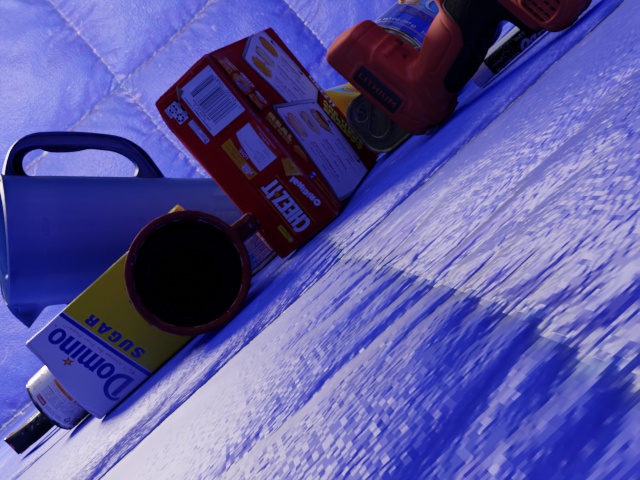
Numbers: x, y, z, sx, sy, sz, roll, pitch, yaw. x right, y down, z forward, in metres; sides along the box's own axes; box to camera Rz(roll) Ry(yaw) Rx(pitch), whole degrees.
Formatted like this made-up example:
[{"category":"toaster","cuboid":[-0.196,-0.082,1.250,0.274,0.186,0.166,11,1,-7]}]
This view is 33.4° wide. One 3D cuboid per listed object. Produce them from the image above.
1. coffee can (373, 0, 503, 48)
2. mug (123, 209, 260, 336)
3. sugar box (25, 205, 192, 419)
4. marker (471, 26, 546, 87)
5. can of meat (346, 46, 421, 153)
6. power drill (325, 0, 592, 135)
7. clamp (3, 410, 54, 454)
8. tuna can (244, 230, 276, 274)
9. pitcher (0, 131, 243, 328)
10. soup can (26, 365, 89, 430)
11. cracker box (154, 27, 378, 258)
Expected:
[{"category":"coffee can","cuboid":[0.110,-0.205,1.091,0.140,0.103,0.103,-46,6,-36]},{"category":"mug","cuboid":[-0.094,0.020,0.822,0.117,0.093,0.081,-44,0,-11]},{"category":"sugar box","cuboid":[-0.154,0.061,0.910,0.176,0.093,0.048,-43,5,2]},{"category":"marker","cuboid":[0.161,-0.162,0.805,0.121,0.020,0.020,-40,5,19]},{"category":"can of meat","cuboid":[0.078,-0.132,0.979,0.102,0.057,0.084,-40,3,16]},{"category":"power drill","cuboid":[0.075,-0.175,0.757,0.057,0.184,0.188,-45,-4,-38]},{"category":"clamp","cuboid":[-0.304,0.188,1.293,0.210,0.036,0.164,-40,6,28]},{"category":"tuna can","cuboid":[-0.057,0.001,1.005,0.086,0.034,0.086,-42,5,4]},{"category":"pitcher","cuboid":[-0.200,-0.015,1.062,0.242,0.145,0.149,-4,-45,-21]},{"category":"soup can","cuboid":[-0.232,0.131,1.061,0.102,0.068,0.068,-42,5,6]},{"category":"cracker box","cuboid":[-0.039,-0.093,0.930,0.072,0.164,0.213,-38,6,19]}]
